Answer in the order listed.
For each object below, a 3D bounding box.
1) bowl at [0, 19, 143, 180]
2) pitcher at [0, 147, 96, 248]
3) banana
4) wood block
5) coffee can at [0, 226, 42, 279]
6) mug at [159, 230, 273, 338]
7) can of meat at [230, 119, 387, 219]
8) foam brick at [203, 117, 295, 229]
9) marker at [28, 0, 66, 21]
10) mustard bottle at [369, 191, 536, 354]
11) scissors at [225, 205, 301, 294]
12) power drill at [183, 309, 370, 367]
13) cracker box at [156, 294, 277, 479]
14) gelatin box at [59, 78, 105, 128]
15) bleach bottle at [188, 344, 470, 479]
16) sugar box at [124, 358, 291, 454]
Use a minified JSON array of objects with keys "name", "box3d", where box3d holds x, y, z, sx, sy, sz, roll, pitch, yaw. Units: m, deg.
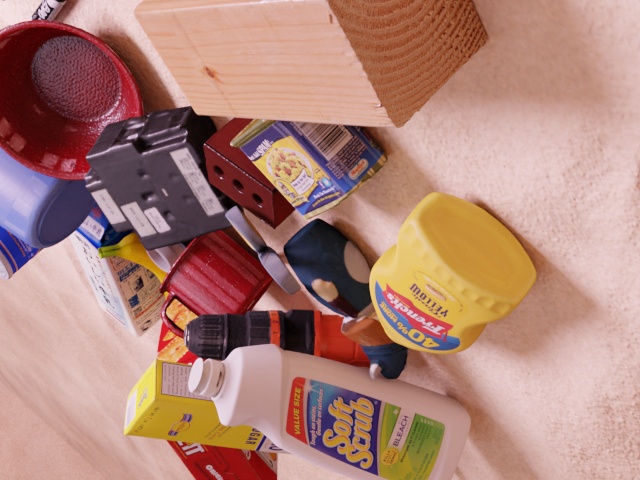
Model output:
[{"name":"bowl","box3d":[-0.236,-0.138,0.990,0.162,0.055,0.162,5,125,7]},{"name":"pitcher","box3d":[-0.348,-0.097,1.122,0.243,0.149,0.145,35,128,13]},{"name":"banana","box3d":[-0.183,0.044,1.233,0.197,0.069,0.037,59,-171,-50]},{"name":"wood block","box3d":[-0.014,-0.133,0.655,0.206,0.090,0.090,12,140,51]},{"name":"coffee can","box3d":[-0.362,-0.036,1.302,0.103,0.140,0.103,36,154,20]},{"name":"mug","box3d":[-0.108,0.049,1.064,0.081,0.117,0.093,39,156,4]},{"name":"can of meat","box3d":[-0.009,-0.068,0.790,0.084,0.057,0.102,47,157,-9]},{"name":"foam brick","box3d":[-0.050,-0.059,0.874,0.078,0.051,0.053,35,154,22]},{"name":"marker","box3d":[-0.248,-0.217,0.985,0.020,0.020,0.121,51,155,-12]},{"name":"mustard bottle","box3d":[0.085,0.039,0.803,0.096,0.058,0.192,38,156,4]},{"name":"scissors","box3d":[-0.056,0.001,0.942,0.096,0.016,0.202,52,177,-15]},{"name":"power drill","box3d":[-0.043,0.110,1.020,0.184,0.057,0.188,5,163,-9]},{"name":"cracker box","box3d":[-0.112,0.165,1.158,0.164,0.072,0.213,60,-166,-28]},{"name":"gelatin box","box3d":[-0.258,-0.149,1.055,0.089,0.030,0.073,46,125,0]},{"name":"bleach bottle","box3d":[0.003,0.155,0.924,0.250,0.102,0.068,19,-173,-23]},{"name":"sugar box","box3d":[-0.084,0.158,0.988,0.176,0.048,0.093,14,146,-21]}]
